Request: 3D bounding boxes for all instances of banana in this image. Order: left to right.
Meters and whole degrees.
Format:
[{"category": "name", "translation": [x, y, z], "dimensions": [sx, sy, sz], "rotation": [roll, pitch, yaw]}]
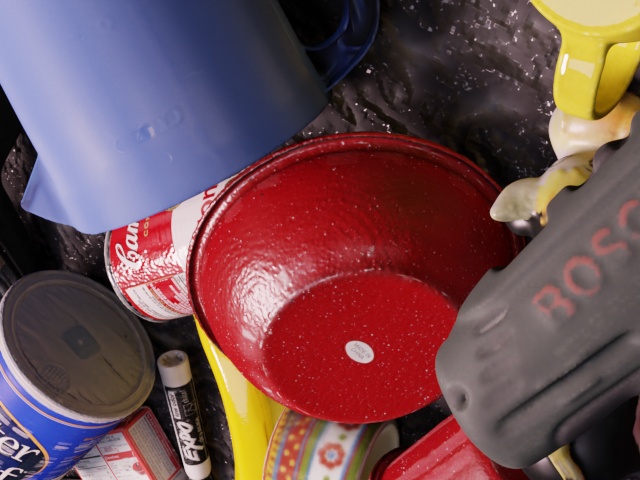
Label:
[{"category": "banana", "translation": [-0.042, 0.115, 0.641], "dimensions": [0.070, 0.037, 0.198], "rotation": [28, 132, 55]}]

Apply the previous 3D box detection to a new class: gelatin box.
[{"category": "gelatin box", "translation": [-0.126, 0.158, 0.721], "dimensions": [0.073, 0.030, 0.089], "rotation": [-18, 106, 40]}]

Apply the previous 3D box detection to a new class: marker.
[{"category": "marker", "translation": [-0.082, 0.123, 0.674], "dimensions": [0.020, 0.020, 0.121], "rotation": [11, 126, 28]}]

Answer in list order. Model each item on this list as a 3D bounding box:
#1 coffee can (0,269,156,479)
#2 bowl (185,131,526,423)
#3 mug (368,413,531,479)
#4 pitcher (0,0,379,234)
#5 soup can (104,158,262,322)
[{"category": "coffee can", "translation": [-0.182, 0.099, 0.660], "dimensions": [0.103, 0.102, 0.140], "rotation": [47, 122, 0]}, {"category": "bowl", "translation": [0.018, 0.032, 0.486], "dimensions": [0.162, 0.055, 0.162], "rotation": [-1, 127, -2]}, {"category": "mug", "translation": [0.080, 0.131, 0.519], "dimensions": [0.093, 0.117, 0.082], "rotation": [37, 127, -7]}, {"category": "pitcher", "translation": [-0.094, -0.139, 0.457], "dimensions": [0.145, 0.149, 0.243], "rotation": [-7, 116, 48]}, {"category": "soup can", "translation": [-0.054, 0.001, 0.555], "dimensions": [0.102, 0.068, 0.068], "rotation": [-16, 107, 37]}]
